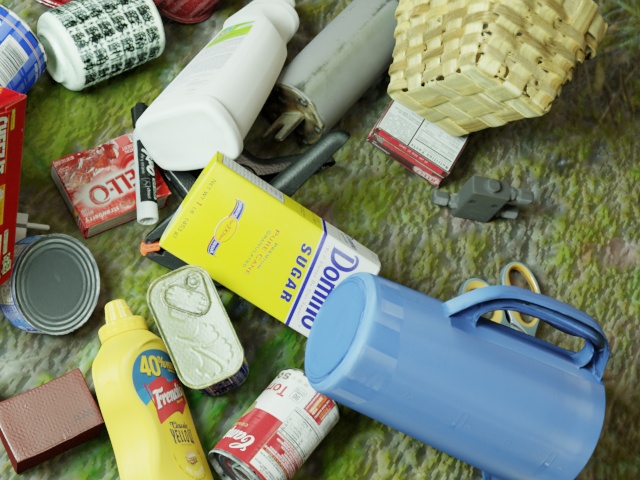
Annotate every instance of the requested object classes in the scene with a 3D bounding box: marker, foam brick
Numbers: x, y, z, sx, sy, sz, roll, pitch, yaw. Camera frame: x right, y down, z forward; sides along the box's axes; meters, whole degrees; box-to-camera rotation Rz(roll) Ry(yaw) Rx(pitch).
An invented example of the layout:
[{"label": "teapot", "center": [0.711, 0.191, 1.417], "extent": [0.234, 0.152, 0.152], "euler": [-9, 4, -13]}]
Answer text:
[{"label": "marker", "center": [-0.161, -0.072, 0.976], "extent": [0.020, 0.020, 0.121], "euler": [0, 66, -17]}, {"label": "foam brick", "center": [-0.224, 0.148, 0.875], "extent": [0.078, 0.051, 0.053], "euler": [-23, 76, -24]}]

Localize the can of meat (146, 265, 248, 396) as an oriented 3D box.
[{"label": "can of meat", "center": [-0.102, 0.081, 0.917], "extent": [0.057, 0.084, 0.102], "euler": [-25, 75, -5]}]

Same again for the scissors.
[{"label": "scissors", "center": [0.185, 0.114, 1.035], "extent": [0.096, 0.016, 0.202], "euler": [4, 66, -13]}]

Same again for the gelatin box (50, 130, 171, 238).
[{"label": "gelatin box", "center": [-0.193, -0.053, 0.986], "extent": [0.089, 0.030, 0.073], "euler": [-24, 76, -24]}]

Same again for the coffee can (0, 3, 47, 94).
[{"label": "coffee can", "center": [-0.323, -0.134, 0.942], "extent": [0.103, 0.103, 0.140], "euler": [30, 62, -2]}]

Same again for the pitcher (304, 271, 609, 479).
[{"label": "pitcher", "center": [0.118, 0.111, 0.912], "extent": [0.242, 0.145, 0.149], "euler": [25, 71, -21]}]

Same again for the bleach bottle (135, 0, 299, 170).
[{"label": "bleach bottle", "center": [-0.076, -0.167, 1.020], "extent": [0.068, 0.103, 0.250], "euler": [61, 39, -30]}]

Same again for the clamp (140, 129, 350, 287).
[{"label": "clamp", "center": [-0.056, 0.001, 0.977], "extent": [0.210, 0.036, 0.164], "euler": [-15, 98, -2]}]

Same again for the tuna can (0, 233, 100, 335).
[{"label": "tuna can", "center": [-0.233, 0.037, 0.909], "extent": [0.085, 0.034, 0.086], "euler": [3, 86, -48]}]

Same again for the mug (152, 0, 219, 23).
[{"label": "mug", "center": [-0.129, -0.268, 1.056], "extent": [0.093, 0.082, 0.117], "euler": [53, 54, -11]}]

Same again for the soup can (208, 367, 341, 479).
[{"label": "soup can", "center": [-0.038, 0.167, 0.914], "extent": [0.068, 0.069, 0.102], "euler": [41, 61, 4]}]

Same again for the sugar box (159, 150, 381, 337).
[{"label": "sugar box", "center": [-0.043, 0.009, 0.935], "extent": [0.176, 0.048, 0.093], "euler": [33, 104, -11]}]

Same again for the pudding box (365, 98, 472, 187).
[{"label": "pudding box", "center": [0.113, -0.124, 1.106], "extent": [0.090, 0.039, 0.113], "euler": [34, 64, -2]}]

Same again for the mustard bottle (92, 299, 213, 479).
[{"label": "mustard bottle", "center": [-0.144, 0.139, 0.883], "extent": [0.058, 0.096, 0.192], "euler": [-27, 71, 18]}]

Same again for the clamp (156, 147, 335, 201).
[{"label": "clamp", "center": [-0.068, -0.060, 1.022], "extent": [0.171, 0.039, 0.120], "euler": [27, 63, -8]}]
